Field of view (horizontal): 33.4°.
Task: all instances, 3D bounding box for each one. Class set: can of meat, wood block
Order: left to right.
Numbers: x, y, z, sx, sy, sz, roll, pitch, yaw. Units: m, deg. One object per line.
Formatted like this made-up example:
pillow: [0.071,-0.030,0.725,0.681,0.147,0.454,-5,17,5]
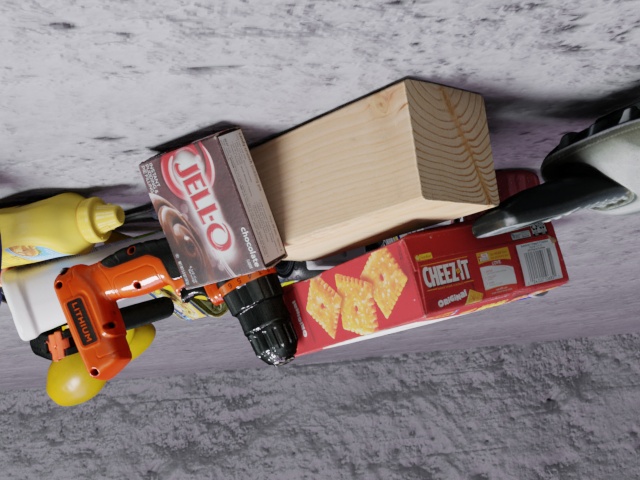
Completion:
can of meat: [-0.159,0.049,1.241,0.102,0.057,0.084,40,152,-19]
wood block: [0.029,-0.048,0.849,0.090,0.091,0.207,3,165,-42]

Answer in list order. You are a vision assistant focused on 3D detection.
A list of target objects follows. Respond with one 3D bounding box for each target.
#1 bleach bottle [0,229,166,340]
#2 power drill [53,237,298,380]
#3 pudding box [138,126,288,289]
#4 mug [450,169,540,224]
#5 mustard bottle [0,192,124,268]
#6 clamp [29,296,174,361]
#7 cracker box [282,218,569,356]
bleach bottle: [-0.187,0.024,1.067,0.250,0.068,0.103,-19,-170,-14]
power drill: [-0.127,0.052,0.938,0.188,0.184,0.057,-26,170,11]
pudding box: [-0.086,-0.025,0.850,0.090,0.113,0.039,-15,-169,39]
mug: [0.178,-0.020,1.090,0.093,0.081,0.117,3,166,-38]
mustard bottle: [-0.266,-0.007,0.984,0.192,0.058,0.096,-10,170,21]
clamp: [-0.260,0.096,1.135,0.164,0.036,0.210,-10,-176,10]
cracker box: [0.076,0.039,0.918,0.163,0.072,0.214,-11,173,-35]
